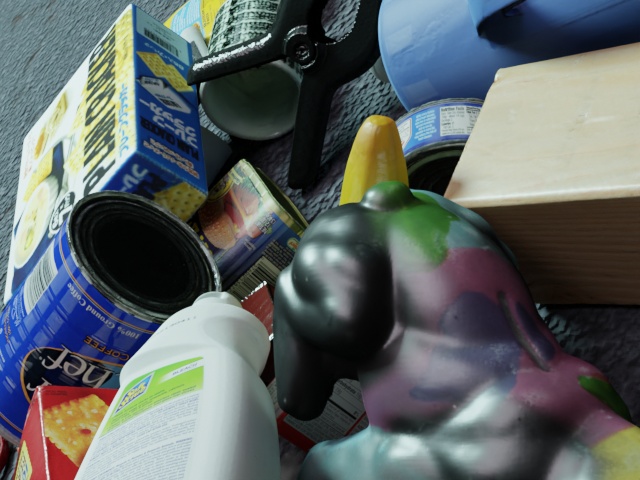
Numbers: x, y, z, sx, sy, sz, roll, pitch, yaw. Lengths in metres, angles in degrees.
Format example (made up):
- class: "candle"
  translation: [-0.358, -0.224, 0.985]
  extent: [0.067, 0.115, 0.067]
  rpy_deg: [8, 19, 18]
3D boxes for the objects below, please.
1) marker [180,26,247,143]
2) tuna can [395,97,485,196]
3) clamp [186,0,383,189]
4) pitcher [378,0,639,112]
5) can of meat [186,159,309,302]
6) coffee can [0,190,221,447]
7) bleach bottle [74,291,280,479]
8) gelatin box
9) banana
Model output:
- class: "marker"
  translation: [-0.086, -0.128, 0.877]
  extent: [0.020, 0.020, 0.121]
  rpy_deg: [-37, 61, 18]
- class: "tuna can"
  translation: [0.075, -0.035, 0.582]
  extent: [0.086, 0.086, 0.033]
  rpy_deg: [-26, 42, 32]
- class: "clamp"
  translation: [-0.003, -0.119, 0.730]
  extent: [0.172, 0.120, 0.039]
  rpy_deg: [-38, 3, 29]
- class: "pitcher"
  translation: [0.142, -0.132, 0.551]
  extent: [0.243, 0.149, 0.145]
  rpy_deg: [-17, 45, 44]
- class: "can of meat"
  translation: [-0.055, 0.001, 0.725]
  extent: [0.084, 0.057, 0.102]
  rpy_deg: [-44, 34, 5]
- class: "coffee can"
  translation: [-0.141, 0.053, 0.659]
  extent: [0.140, 0.102, 0.103]
  rpy_deg: [-49, 30, 30]
- class: "bleach bottle"
  translation: [-0.057, 0.095, 0.472]
  extent: [0.103, 0.068, 0.250]
  rpy_deg: [-23, 24, 16]
- class: "gelatin box"
  translation: [0.021, 0.074, 0.550]
  extent: [0.089, 0.073, 0.030]
  rpy_deg: [-50, 33, 1]
- class: "banana"
  translation: [0.018, 0.004, 0.581]
  extent: [0.198, 0.037, 0.069]
  rpy_deg: [112, 143, -68]
